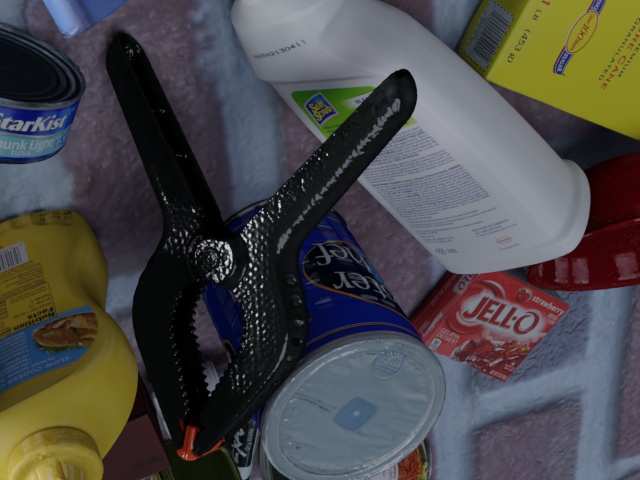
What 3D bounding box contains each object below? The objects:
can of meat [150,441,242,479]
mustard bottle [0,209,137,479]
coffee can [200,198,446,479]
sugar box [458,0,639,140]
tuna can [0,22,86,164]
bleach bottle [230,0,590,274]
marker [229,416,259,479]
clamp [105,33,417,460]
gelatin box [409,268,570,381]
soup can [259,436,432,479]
[{"bbox_3d":[-0.082,0.192,0.699,0.057,0.102,0.084,4,119,-27],"label":"can of meat"},{"bbox_3d":[-0.140,0.064,0.524,0.096,0.192,0.058,-26,129,-4],"label":"mustard bottle"},{"bbox_3d":[-0.004,0.054,0.608,0.102,0.140,0.103,-11,126,-16],"label":"coffee can"},{"bbox_3d":[0.175,-0.115,0.627,0.176,0.048,0.093,15,116,-29],"label":"sugar box"},{"bbox_3d":[-0.155,-0.071,0.493,0.086,0.086,0.034,10,120,-29],"label":"tuna can"},{"bbox_3d":[0.043,-0.074,0.573,0.103,0.068,0.250,-14,139,37],"label":"bleach bottle"},{"bbox_3d":[-0.051,0.134,0.723,0.020,0.020,0.121,-2,124,-22],"label":"marker"},{"bbox_3d":[-0.053,0.001,0.526,0.036,0.165,0.210,-4,111,-65],"label":"clamp"},{"bbox_3d":[0.115,0.051,0.728,0.089,0.030,0.073,26,110,-35],"label":"gelatin box"},{"bbox_3d":[0.016,0.153,0.733,0.102,0.068,0.068,-2,123,-21],"label":"soup can"}]
